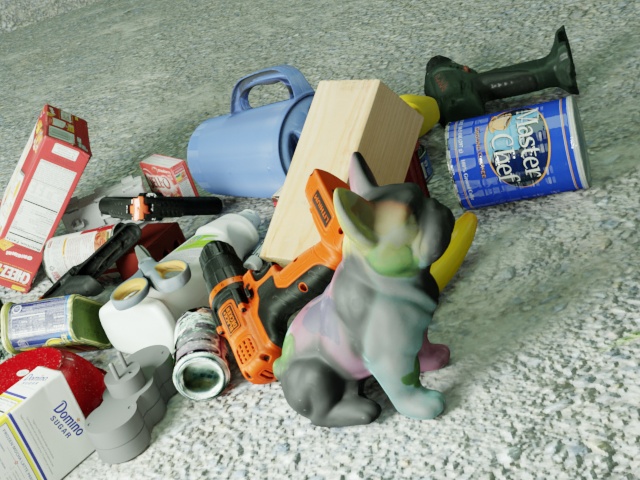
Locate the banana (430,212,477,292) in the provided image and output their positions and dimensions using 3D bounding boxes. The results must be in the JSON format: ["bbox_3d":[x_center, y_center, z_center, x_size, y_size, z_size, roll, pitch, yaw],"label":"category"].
[{"bbox_3d":[0.102,0.032,1.049,0.037,0.070,0.197,29,33,24],"label":"banana"}]

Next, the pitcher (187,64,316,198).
[{"bbox_3d":[-0.070,-0.124,1.373,0.243,0.144,0.149,1,69,52],"label":"pitcher"}]

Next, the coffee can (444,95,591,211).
[{"bbox_3d":[0.218,-0.095,1.175,0.140,0.103,0.102,-11,27,19],"label":"coffee can"}]

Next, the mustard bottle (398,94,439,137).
[{"bbox_3d":[0.103,-0.157,1.371,0.096,0.058,0.191,-13,8,0],"label":"mustard bottle"}]

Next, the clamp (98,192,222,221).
[{"bbox_3d":[-0.203,-0.042,1.341,0.164,0.036,0.210,-1,3,-7],"label":"clamp"}]

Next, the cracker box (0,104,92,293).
[{"bbox_3d":[-0.380,-0.058,1.430,0.214,0.072,0.164,-62,22,13],"label":"cracker box"}]

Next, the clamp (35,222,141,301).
[{"bbox_3d":[-0.279,0.042,1.263,0.172,0.039,0.120,-25,20,43],"label":"clamp"}]

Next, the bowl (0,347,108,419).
[{"bbox_3d":[-0.297,0.158,1.097,0.162,0.055,0.162,-16,26,7],"label":"bowl"}]

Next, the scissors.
[{"bbox_3d":[-0.202,0.038,1.159,0.096,0.016,0.202,-31,19,-23],"label":"scissors"}]

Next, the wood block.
[{"bbox_3d":[0.024,-0.059,1.136,0.090,0.090,0.206,6,72,42],"label":"wood block"}]

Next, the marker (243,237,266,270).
[{"bbox_3d":[-0.058,0.002,1.278,0.020,0.020,0.121,-4,30,29],"label":"marker"}]

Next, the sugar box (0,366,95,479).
[{"bbox_3d":[-0.291,0.202,0.962,0.048,0.093,0.176,5,34,40],"label":"sugar box"}]

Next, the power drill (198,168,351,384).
[{"bbox_3d":[-0.037,0.021,1.044,0.188,0.057,0.184,-47,47,21],"label":"power drill"}]

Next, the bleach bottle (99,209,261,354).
[{"bbox_3d":[-0.138,0.035,1.221,0.103,0.068,0.250,-4,28,35],"label":"bleach bottle"}]

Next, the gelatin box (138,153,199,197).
[{"bbox_3d":[-0.209,-0.078,1.480,0.030,0.073,0.089,-34,29,-29],"label":"gelatin box"}]

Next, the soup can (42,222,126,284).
[{"bbox_3d":[-0.291,0.020,1.351,0.102,0.068,0.068,-11,27,17],"label":"soup can"}]

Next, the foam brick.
[{"bbox_3d":[-0.207,0.018,1.311,0.051,0.053,0.078,-1,32,35],"label":"foam brick"}]

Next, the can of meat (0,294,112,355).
[{"bbox_3d":[-0.286,0.094,1.172,0.084,0.057,0.102,-9,-14,15],"label":"can of meat"}]
